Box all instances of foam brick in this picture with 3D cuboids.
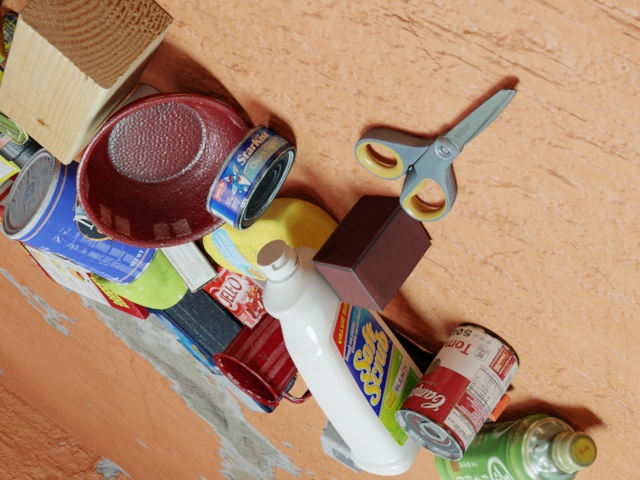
[{"bbox_3d":[0.042,0.009,0.864,0.053,0.078,0.051,10,145,50],"label":"foam brick"}]

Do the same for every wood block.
[{"bbox_3d":[-0.211,-0.152,0.924,0.091,0.090,0.206,41,156,-9],"label":"wood block"}]

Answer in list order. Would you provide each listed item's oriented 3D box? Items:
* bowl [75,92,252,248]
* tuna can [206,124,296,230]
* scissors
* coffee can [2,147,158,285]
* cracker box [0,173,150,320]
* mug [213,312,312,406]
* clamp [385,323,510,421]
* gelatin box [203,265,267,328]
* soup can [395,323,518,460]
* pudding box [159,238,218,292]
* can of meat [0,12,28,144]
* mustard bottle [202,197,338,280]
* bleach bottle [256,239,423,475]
[{"bbox_3d":[-0.136,-0.071,0.930,0.055,0.162,0.162,61,178,45],"label":"bowl"},{"bbox_3d":[-0.057,-0.051,0.887,0.034,0.086,0.086,33,156,9],"label":"tuna can"},{"bbox_3d":[0.072,-0.073,0.748,0.096,0.016,0.202,34,156,11],"label":"scissors"},{"bbox_3d":[-0.252,-0.024,1.141,0.140,0.103,0.103,28,166,-34],"label":"coffee can"},{"bbox_3d":[-0.309,0.003,1.370,0.214,0.072,0.164,15,148,41],"label":"cracker box"},{"bbox_3d":[-0.052,0.138,1.226,0.117,0.081,0.093,36,157,7],"label":"mug"},{"bbox_3d":[0.113,0.140,1.048,0.172,0.039,0.120,29,161,38],"label":"clamp"},{"bbox_3d":[-0.083,0.052,1.167,0.073,0.030,0.089,40,148,-3],"label":"gelatin box"},{"bbox_3d":[0.122,0.132,0.939,0.068,0.102,0.068,32,156,16],"label":"soup can"},{"bbox_3d":[-0.150,-0.009,1.097,0.113,0.039,0.090,53,-179,-15],"label":"pudding box"},{"bbox_3d":[-0.300,-0.160,1.045,0.102,0.083,0.058,45,156,-15],"label":"can of meat"},{"bbox_3d":[-0.056,0.001,1.014,0.096,0.058,0.192,45,156,-29],"label":"mustard bottle"},{"bbox_3d":[0.015,0.097,0.929,0.068,0.102,0.250,1,140,39],"label":"bleach bottle"}]
